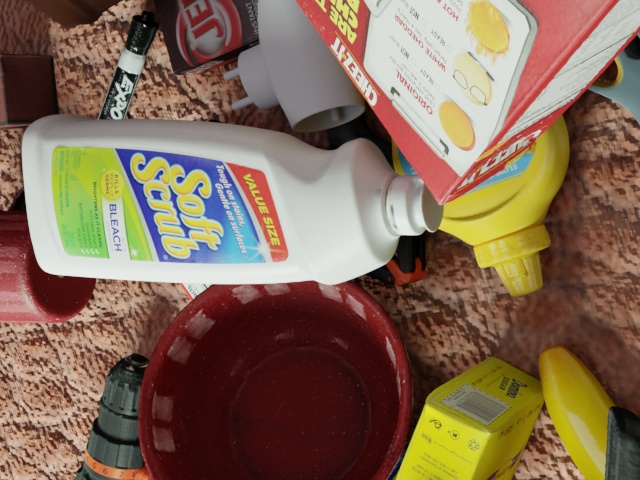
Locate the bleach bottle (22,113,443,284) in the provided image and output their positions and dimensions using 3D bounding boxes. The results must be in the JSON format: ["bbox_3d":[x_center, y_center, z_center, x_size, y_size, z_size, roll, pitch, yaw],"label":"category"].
[{"bbox_3d":[-0.052,-0.027,0.597,0.251,0.068,0.102,0,97,30],"label":"bleach bottle"}]

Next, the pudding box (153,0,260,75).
[{"bbox_3d":[-0.066,-0.171,0.676,0.090,0.039,0.113,-16,88,35],"label":"pudding box"}]

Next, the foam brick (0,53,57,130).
[{"bbox_3d":[-0.242,-0.108,0.794,0.078,0.052,0.051,-3,96,33],"label":"foam brick"}]

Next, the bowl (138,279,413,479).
[{"bbox_3d":[-0.020,0.097,0.612,0.162,0.055,0.162,-7,67,16],"label":"bowl"}]

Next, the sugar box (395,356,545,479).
[{"bbox_3d":[0.068,0.160,0.607,0.048,0.093,0.176,25,111,27],"label":"sugar box"}]

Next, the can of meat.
[{"bbox_3d":[0.011,0.150,0.648,0.084,0.057,0.102,30,80,24],"label":"can of meat"}]

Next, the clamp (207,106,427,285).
[{"bbox_3d":[0.001,-0.041,0.652,0.120,0.039,0.171,-32,75,33],"label":"clamp"}]

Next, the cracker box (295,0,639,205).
[{"bbox_3d":[0.062,-0.133,0.448,0.164,0.072,0.214,57,159,11],"label":"cracker box"}]

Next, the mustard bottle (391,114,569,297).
[{"bbox_3d":[0.082,-0.062,0.583,0.096,0.058,0.191,-20,86,28],"label":"mustard bottle"}]

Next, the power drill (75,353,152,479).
[{"bbox_3d":[-0.092,0.191,0.741,0.188,0.057,0.184,25,114,31],"label":"power drill"}]

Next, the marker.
[{"bbox_3d":[-0.140,-0.104,0.747,0.020,0.020,0.121,36,115,24],"label":"marker"}]

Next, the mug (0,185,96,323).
[{"bbox_3d":[-0.215,0.009,0.782,0.082,0.093,0.117,-1,61,29],"label":"mug"}]
